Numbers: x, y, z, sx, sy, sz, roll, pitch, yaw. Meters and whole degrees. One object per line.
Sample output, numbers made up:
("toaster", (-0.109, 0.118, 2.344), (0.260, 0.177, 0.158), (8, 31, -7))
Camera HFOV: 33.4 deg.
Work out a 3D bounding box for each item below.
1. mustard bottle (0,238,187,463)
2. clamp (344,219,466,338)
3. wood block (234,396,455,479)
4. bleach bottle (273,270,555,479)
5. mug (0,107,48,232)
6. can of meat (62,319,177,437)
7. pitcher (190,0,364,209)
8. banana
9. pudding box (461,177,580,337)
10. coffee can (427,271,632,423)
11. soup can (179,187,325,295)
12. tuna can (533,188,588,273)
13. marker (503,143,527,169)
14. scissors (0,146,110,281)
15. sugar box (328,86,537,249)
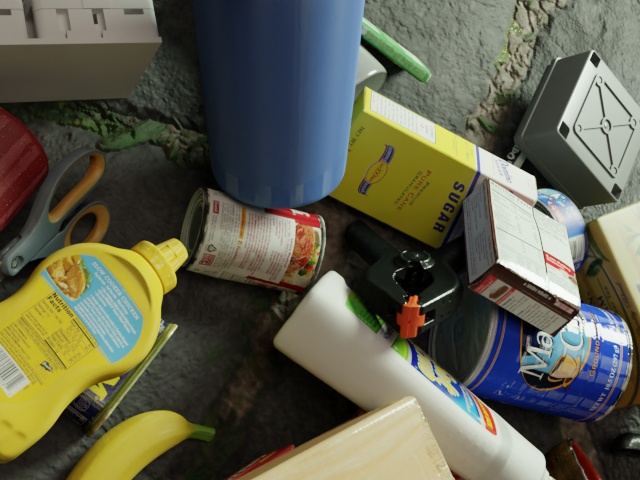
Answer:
("mustard bottle", (-0.168, 0.057, 0.730), (0.191, 0.058, 0.096), (-38, 88, -27))
("clamp", (0.084, 0.025, 0.856), (0.120, 0.171, 0.039), (-5, 117, 0))
("wood block", (-0.013, 0.189, 0.714), (0.205, 0.091, 0.090), (-20, 81, -40))
("bleach bottle", (0.083, 0.127, 0.833), (0.251, 0.102, 0.068), (37, 101, 3))
("mug", (-0.262, -0.050, 0.776), (0.117, 0.093, 0.081), (19, 56, 22))
("can of meat", (-0.170, 0.078, 0.787), (0.084, 0.058, 0.102), (39, 62, -6))
("pitcher", (-0.028, -0.153, 0.788), (0.149, 0.243, 0.145), (-24, 47, -27))
("banana", (-0.155, 0.190, 0.770), (0.069, 0.037, 0.197), (44, 62, -7))
("pudding box", (0.161, 0.012, 0.864), (0.090, 0.039, 0.113), (29, 34, -18))
("coffee can", (0.177, 0.092, 0.912), (0.140, 0.103, 0.103), (16, 68, -19))
("soup can", (-0.056, 0.001, 0.856), (0.102, 0.069, 0.068), (14, 69, -19))
("tuna can", (0.200, -0.003, 0.962), (0.033, 0.086, 0.086), (-16, 81, -29))
("marker", (0.191, -0.084, 1.020), (0.020, 0.020, 0.121), (41, 62, -8))
("scissors", (-0.213, 0.019, 0.775), (0.016, 0.096, 0.201), (21, 65, 24))
("sugar box", (0.089, -0.050, 0.920), (0.176, 0.093, 0.048), (27, 36, -13))
